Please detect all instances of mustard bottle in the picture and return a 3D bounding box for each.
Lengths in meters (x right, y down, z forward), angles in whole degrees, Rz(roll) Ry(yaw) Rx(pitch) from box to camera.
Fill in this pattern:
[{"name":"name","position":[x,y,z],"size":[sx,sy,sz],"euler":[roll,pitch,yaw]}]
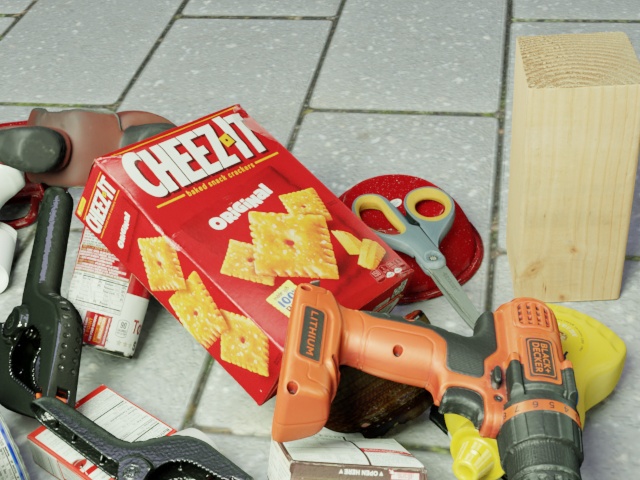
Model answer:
[{"name":"mustard bottle","position":[0.142,0.112,0.753],"size":[0.096,0.058,0.191],"euler":[22,34,24]}]

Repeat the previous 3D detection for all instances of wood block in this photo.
[{"name":"wood block","position":[0.205,-0.057,0.877],"size":[0.090,0.206,0.091],"euler":[-2,36,4]}]

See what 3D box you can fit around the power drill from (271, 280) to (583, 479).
[{"name":"power drill","position":[0.067,0.098,0.656],"size":[0.187,0.057,0.184],"euler":[10,38,-4]}]

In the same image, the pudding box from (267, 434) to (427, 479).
[{"name":"pudding box","position":[0.015,0.153,0.695],"size":[0.090,0.039,0.113],"euler":[5,-3,-8]}]

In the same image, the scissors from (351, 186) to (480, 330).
[{"name":"scissors","position":[0.103,0.008,0.869],"size":[0.096,0.016,0.202],"euler":[-25,41,-25]}]

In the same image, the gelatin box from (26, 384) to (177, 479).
[{"name":"gelatin box","position":[-0.158,0.152,0.781],"size":[0.089,0.030,0.073],"euler":[24,43,35]}]

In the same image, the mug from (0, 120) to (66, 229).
[{"name":"mug","position":[-0.307,-0.066,1.064],"size":[0.081,0.093,0.117],"euler":[-6,72,6]}]

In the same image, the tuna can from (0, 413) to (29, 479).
[{"name":"tuna can","position":[-0.236,0.145,0.751],"size":[0.033,0.086,0.086],"euler":[-24,40,-23]}]

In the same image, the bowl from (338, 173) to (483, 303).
[{"name":"bowl","position":[0.067,-0.013,0.963],"size":[0.162,0.055,0.162],"euler":[-3,36,2]}]

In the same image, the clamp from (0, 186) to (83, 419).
[{"name":"clamp","position":[-0.234,0.074,0.835],"size":[0.165,0.036,0.210],"euler":[-46,42,19]}]

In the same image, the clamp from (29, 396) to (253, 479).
[{"name":"clamp","position":[-0.126,0.151,0.694],"size":[0.171,0.039,0.120],"euler":[0,52,-5]}]

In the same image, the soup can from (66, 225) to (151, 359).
[{"name":"soup can","position":[-0.171,0.039,0.865],"size":[0.069,0.068,0.102],"euler":[12,82,22]}]

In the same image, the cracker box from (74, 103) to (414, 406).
[{"name":"cracker box","position":[-0.055,0.001,0.826],"size":[0.214,0.072,0.163],"euler":[44,43,16]}]
